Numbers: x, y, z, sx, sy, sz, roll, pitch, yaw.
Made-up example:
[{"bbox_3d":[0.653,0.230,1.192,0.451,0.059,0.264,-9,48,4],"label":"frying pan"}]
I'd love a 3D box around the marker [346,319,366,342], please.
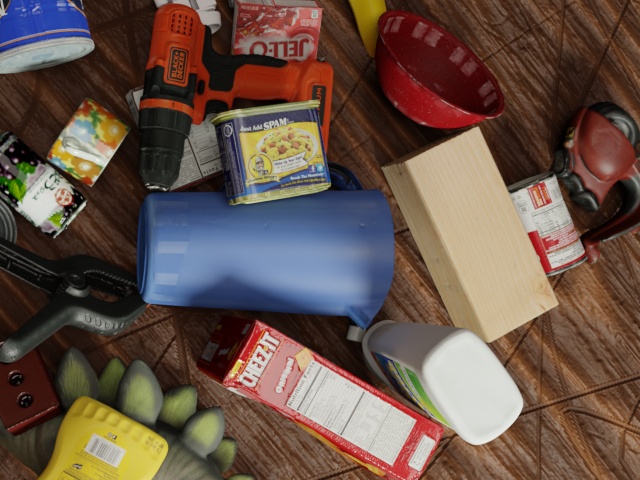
[{"bbox_3d":[0.051,0.049,1.142,0.020,0.020,0.121,15,85,-14],"label":"marker"}]

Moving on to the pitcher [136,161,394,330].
[{"bbox_3d":[-0.057,0.001,1.062,0.242,0.149,0.145,2,106,-15],"label":"pitcher"}]

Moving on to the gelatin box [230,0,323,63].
[{"bbox_3d":[-0.046,-0.211,1.101,0.089,0.030,0.073,1,119,-13],"label":"gelatin box"}]

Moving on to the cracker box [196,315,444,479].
[{"bbox_3d":[-0.007,0.156,1.052,0.213,0.164,0.072,31,80,-12],"label":"cracker box"}]

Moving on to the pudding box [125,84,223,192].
[{"bbox_3d":[-0.136,-0.114,1.089,0.090,0.039,0.113,-23,97,-15],"label":"pudding box"}]

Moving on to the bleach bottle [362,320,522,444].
[{"bbox_3d":[0.099,0.127,1.033,0.068,0.251,0.102,-37,98,-13],"label":"bleach bottle"}]

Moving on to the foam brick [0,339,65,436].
[{"bbox_3d":[-0.274,0.131,0.976,0.053,0.051,0.078,-26,76,-12],"label":"foam brick"}]

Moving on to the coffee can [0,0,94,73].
[{"bbox_3d":[-0.284,-0.241,1.021,0.102,0.103,0.140,-15,92,-14],"label":"coffee can"}]

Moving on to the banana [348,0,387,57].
[{"bbox_3d":[0.016,-0.287,1.134,0.070,0.037,0.198,-42,97,17],"label":"banana"}]

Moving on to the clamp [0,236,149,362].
[{"bbox_3d":[-0.249,0.042,1.014,0.036,0.209,0.165,-51,61,27],"label":"clamp"}]

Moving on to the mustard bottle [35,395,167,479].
[{"bbox_3d":[-0.220,0.242,0.944,0.096,0.058,0.191,29,72,-1],"label":"mustard bottle"}]

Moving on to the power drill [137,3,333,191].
[{"bbox_3d":[-0.084,-0.127,1.046,0.187,0.057,0.184,10,81,-23],"label":"power drill"}]

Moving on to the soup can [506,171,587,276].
[{"bbox_3d":[0.242,-0.017,1.167,0.068,0.069,0.102,-23,94,-14],"label":"soup can"}]

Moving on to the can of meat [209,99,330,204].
[{"bbox_3d":[-0.044,-0.081,0.997,0.102,0.058,0.084,-10,90,-23],"label":"can of meat"}]

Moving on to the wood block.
[{"bbox_3d":[0.157,-0.007,1.134,0.090,0.090,0.206,-27,96,-13],"label":"wood block"}]

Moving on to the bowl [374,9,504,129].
[{"bbox_3d":[0.113,-0.168,1.118,0.162,0.162,0.055,32,123,-12],"label":"bowl"}]
